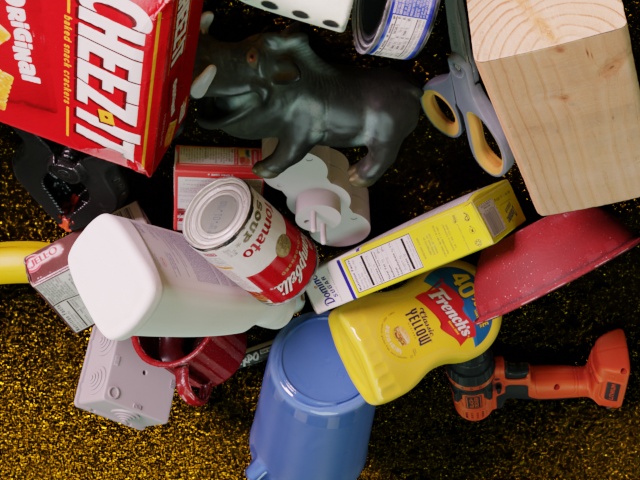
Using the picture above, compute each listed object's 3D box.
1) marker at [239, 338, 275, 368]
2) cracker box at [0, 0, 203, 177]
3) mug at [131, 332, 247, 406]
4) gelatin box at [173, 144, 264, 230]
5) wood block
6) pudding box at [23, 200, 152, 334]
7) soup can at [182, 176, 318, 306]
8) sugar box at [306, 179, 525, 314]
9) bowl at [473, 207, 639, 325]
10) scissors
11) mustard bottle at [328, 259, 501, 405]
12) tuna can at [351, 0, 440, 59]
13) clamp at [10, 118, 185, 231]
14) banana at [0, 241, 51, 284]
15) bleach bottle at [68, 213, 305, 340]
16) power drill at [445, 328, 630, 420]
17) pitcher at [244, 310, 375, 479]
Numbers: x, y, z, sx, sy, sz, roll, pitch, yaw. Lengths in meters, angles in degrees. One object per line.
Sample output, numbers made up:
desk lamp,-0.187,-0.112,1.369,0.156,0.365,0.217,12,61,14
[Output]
marker,-0.077,0.124,1.140,0.121,0.020,0.020,-21,141,27
cracker box,-0.184,-0.142,0.649,0.213,0.072,0.164,21,144,1
mug,-0.121,0.103,1.026,0.093,0.117,0.081,-17,148,16
gelatin box,-0.085,-0.041,0.886,0.073,0.030,0.089,2,146,-7
wood block,0.166,-0.107,0.719,0.090,0.091,0.206,-12,151,18
pudding box,-0.191,0.026,0.943,0.113,0.039,0.090,-26,145,-2
soup can,-0.056,0.001,0.861,0.069,0.068,0.102,-19,143,24
sugar box,0.078,0.007,0.909,0.176,0.048,0.093,-27,179,31
bowl,0.190,0.012,0.909,0.162,0.055,0.162,-27,175,-3
scissors,0.088,-0.124,0.742,0.016,0.096,0.201,-41,133,-13
mustard bottle,0.109,0.071,0.984,0.191,0.096,0.058,-23,173,-23
tuna can,0.048,-0.157,0.668,0.033,0.086,0.086,6,145,-14
clamp,-0.201,-0.072,0.822,0.164,0.036,0.210,22,150,-9
banana,-0.294,0.029,0.978,0.198,0.037,0.069,-2,144,2
bleach bottle,-0.093,0.044,0.917,0.068,0.103,0.250,-47,148,19
power drill,0.227,0.134,1.131,0.188,0.057,0.184,-3,150,8
pitcher,0.004,0.163,1.093,0.145,0.149,0.243,11,150,1
